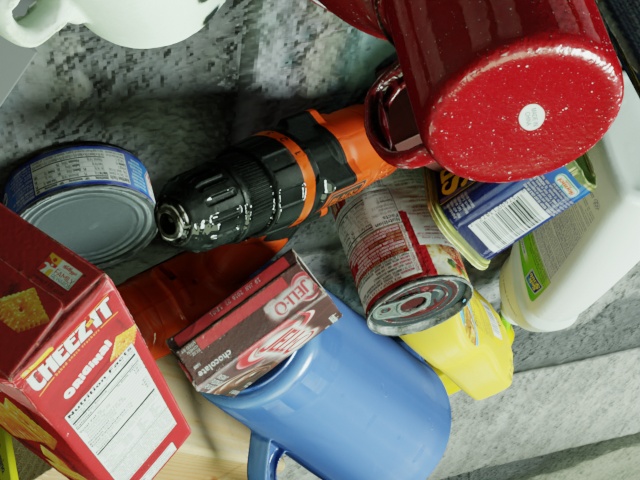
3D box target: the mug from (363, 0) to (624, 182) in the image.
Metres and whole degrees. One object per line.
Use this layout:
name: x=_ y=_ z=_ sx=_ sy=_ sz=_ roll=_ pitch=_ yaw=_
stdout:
mug: x=0.064 y=-0.073 z=0.441 sx=0.117 sy=0.081 sz=0.093 roll=-33 pitch=138 yaw=28

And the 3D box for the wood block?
wood block: x=-0.132 y=0.145 z=0.834 sx=0.091 sy=0.090 sz=0.205 roll=-33 pitch=147 yaw=22

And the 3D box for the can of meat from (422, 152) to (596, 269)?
can of meat: x=0.111 y=-0.044 z=0.636 sx=0.084 sy=0.102 sz=0.057 roll=-35 pitch=117 yaw=23

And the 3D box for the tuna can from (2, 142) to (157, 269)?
tuna can: x=-0.137 y=-0.018 z=0.612 sx=0.086 sy=0.034 sz=0.086 roll=-14 pitch=150 yaw=-8

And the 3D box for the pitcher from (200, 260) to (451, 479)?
pitcher: x=-0.004 y=0.118 z=0.809 sx=0.145 sy=0.149 sz=0.242 roll=-26 pitch=146 yaw=14

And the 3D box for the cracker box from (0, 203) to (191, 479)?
cracker box: x=-0.169 y=0.050 z=0.575 sx=0.072 sy=0.164 sz=0.214 roll=-51 pitch=159 yaw=-20

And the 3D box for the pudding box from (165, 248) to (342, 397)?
pudding box: x=-0.036 y=0.052 z=0.637 sx=0.090 sy=0.039 sz=0.113 roll=-36 pitch=170 yaw=-1

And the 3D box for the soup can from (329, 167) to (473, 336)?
soup can: x=0.047 y=0.000 z=0.672 sx=0.068 sy=0.102 sz=0.068 roll=-14 pitch=150 yaw=-8

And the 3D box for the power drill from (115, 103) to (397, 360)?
power drill: x=-0.054 y=0.001 z=0.611 sx=0.184 sy=0.057 sz=0.188 roll=-24 pitch=167 yaw=-48

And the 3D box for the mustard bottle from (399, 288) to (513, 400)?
mustard bottle: x=0.085 y=0.051 z=0.786 sx=0.058 sy=0.096 sz=0.191 roll=-26 pitch=150 yaw=15

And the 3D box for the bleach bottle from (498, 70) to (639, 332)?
bleach bottle: x=0.178 y=-0.008 z=0.757 sx=0.068 sy=0.102 sz=0.251 roll=-2 pitch=154 yaw=-11
